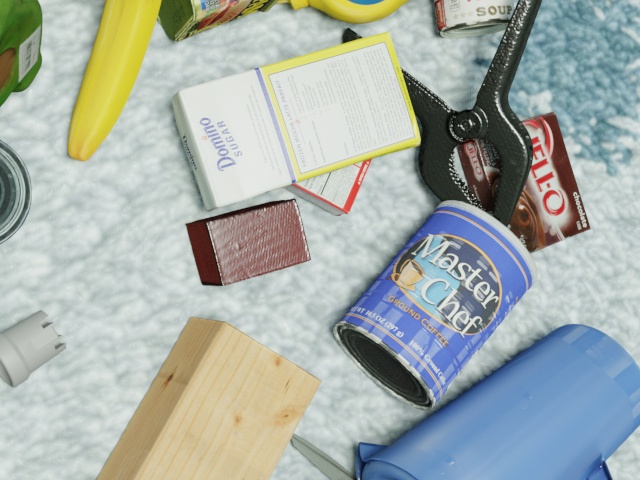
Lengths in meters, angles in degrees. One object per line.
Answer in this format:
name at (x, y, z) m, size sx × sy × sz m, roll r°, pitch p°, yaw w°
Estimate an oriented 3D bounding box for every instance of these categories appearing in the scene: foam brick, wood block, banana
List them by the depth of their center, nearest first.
banana at (-0.145, -0.150, 0.762) m, size 0.037 × 0.198 × 0.069 m, roll 27°, pitch 33°, yaw 8°
wood block at (-0.099, 0.168, 0.783) m, size 0.090 × 0.091 × 0.206 m, roll 34°, pitch 76°, yaw -19°
foam brick at (-0.055, 0.001, 0.827) m, size 0.078 × 0.053 × 0.051 m, roll -16°, pitch 95°, yaw -24°

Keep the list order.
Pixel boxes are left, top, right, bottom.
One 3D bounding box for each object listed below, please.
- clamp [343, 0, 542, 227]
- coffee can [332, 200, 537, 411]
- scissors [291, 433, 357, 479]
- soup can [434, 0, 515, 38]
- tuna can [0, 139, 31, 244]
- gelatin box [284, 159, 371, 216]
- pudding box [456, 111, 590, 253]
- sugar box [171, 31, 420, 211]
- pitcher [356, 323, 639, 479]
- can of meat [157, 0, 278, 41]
clamp at (0.110, -0.100, 0.882) m, size 0.165 × 0.036 × 0.210 m, roll -6°, pitch 101°, yaw 15°
coffee can at (0.093, 0.052, 0.864) m, size 0.102 × 0.103 × 0.140 m, roll 47°, pitch 72°, yaw -16°
scissors at (0.043, 0.240, 0.884) m, size 0.201 × 0.016 × 0.096 m, roll 27°, pitch 78°, yaw -21°
soup can at (0.128, -0.229, 0.906) m, size 0.068 × 0.069 × 0.102 m, roll -8°, pitch 93°, yaw -24°
tuna can at (-0.248, -0.034, 0.753) m, size 0.086 × 0.034 × 0.086 m, roll 1°, pitch 88°, yaw -24°
gelatin box at (-0.004, -0.072, 0.864) m, size 0.089 × 0.030 × 0.073 m, roll 27°, pitch 79°, yaw -18°
pudding box at (0.179, -0.047, 0.939) m, size 0.089 × 0.039 × 0.113 m, roll -20°, pitch 96°, yaw -23°
sugar box at (-0.018, -0.092, 0.818) m, size 0.176 × 0.048 × 0.093 m, roll -18°, pitch 92°, yaw -16°
pitcher at (0.163, 0.177, 0.864) m, size 0.242 × 0.145 × 0.149 m, roll -32°, pitch 101°, yaw -29°
can of meat at (-0.076, -0.193, 0.797) m, size 0.083 × 0.102 × 0.057 m, roll -26°, pitch 94°, yaw -20°
